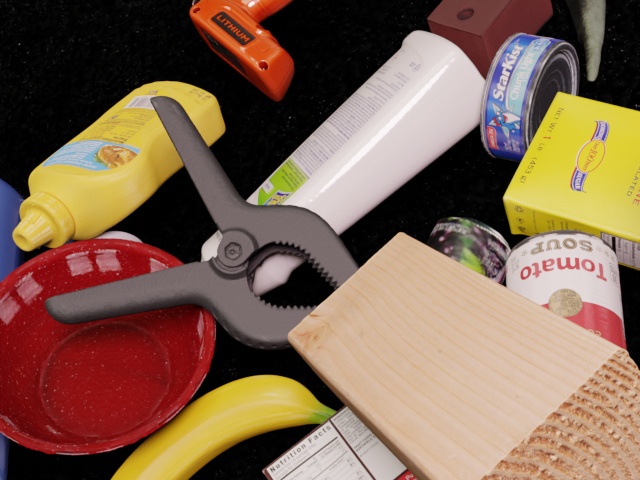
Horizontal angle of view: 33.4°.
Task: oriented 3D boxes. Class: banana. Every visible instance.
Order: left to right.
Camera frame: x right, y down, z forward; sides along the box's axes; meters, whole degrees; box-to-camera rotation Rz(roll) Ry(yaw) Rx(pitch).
[{"bbox_3d":[-0.080,0.140,0.679,0.198,0.037,0.070,-33,48,0],"label":"banana"}]

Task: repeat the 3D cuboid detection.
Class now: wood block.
[{"bbox_3d":[0.073,0.077,0.512,0.091,0.090,0.206,-43,23,-6],"label":"wood block"}]

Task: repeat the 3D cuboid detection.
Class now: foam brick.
[{"bbox_3d":[0.127,-0.167,0.795,0.053,0.051,0.078,28,72,37],"label":"foam brick"}]

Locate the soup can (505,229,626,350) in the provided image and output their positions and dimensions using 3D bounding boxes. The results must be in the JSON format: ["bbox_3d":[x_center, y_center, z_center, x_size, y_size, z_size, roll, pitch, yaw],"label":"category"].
[{"bbox_3d":[0.142,0.054,0.618,0.069,0.068,0.102,-9,53,19],"label":"soup can"}]

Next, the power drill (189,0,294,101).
[{"bbox_3d":[0.002,-0.204,0.867,0.187,0.057,0.185,-46,61,-8],"label":"power drill"}]

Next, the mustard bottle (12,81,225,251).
[{"bbox_3d":[-0.160,-0.052,0.799,0.096,0.058,0.191,7,37,31],"label":"mustard bottle"}]

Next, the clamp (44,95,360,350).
[{"bbox_3d":[-0.054,0.001,0.683,0.210,0.036,0.164,16,78,10],"label":"clamp"}]

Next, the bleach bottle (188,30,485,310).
[{"bbox_3d":[0.003,-0.040,0.749,0.251,0.068,0.103,-41,20,1],"label":"bleach bottle"}]

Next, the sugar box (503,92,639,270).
[{"bbox_3d":[0.211,-0.026,0.647,0.176,0.048,0.093,17,65,29],"label":"sugar box"}]

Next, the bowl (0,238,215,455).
[{"bbox_3d":[-0.147,0.078,0.707,0.162,0.055,0.162,-1,54,1],"label":"bowl"}]

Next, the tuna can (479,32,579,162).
[{"bbox_3d":[0.141,-0.094,0.713,0.034,0.086,0.086,17,65,32],"label":"tuna can"}]

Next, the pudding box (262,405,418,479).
[{"bbox_3d":[0.032,0.150,0.619,0.090,0.039,0.114,-38,48,-4],"label":"pudding box"}]
